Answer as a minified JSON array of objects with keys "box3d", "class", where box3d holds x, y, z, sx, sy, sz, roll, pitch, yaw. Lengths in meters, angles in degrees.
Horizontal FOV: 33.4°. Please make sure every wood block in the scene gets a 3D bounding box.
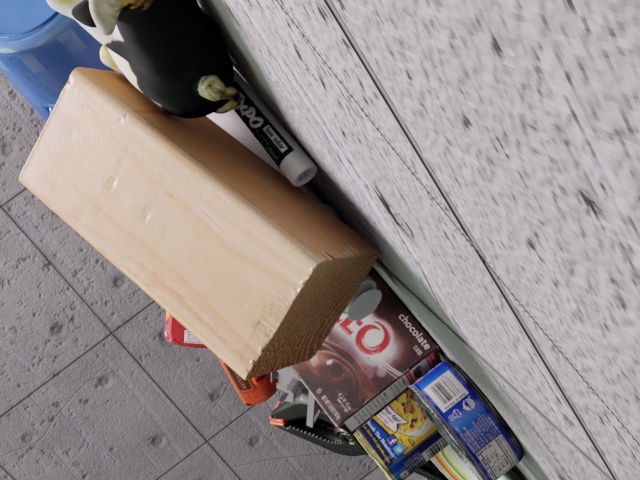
[{"box3d":[-0.078,-0.015,0.677,0.206,0.090,0.090,39,-161,20],"class":"wood block"}]

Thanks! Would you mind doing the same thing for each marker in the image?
[{"box3d":[-0.044,-0.083,0.679,0.121,0.020,0.020,52,176,21],"class":"marker"}]

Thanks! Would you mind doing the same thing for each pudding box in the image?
[{"box3d":[0.020,0.070,0.768,0.114,0.090,0.039,50,177,27],"class":"pudding box"}]

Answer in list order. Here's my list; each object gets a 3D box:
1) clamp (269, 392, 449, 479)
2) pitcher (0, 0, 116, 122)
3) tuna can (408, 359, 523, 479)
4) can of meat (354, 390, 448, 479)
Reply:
[{"box3d":[0.043,0.177,0.988,0.210,0.036,0.164,-5,133,44],"class":"clamp"},{"box3d":[-0.182,-0.127,0.879,0.149,0.145,0.242,48,177,30],"class":"pitcher"},{"box3d":[0.099,0.123,0.724,0.086,0.033,0.086,52,176,5],"class":"tuna can"},{"box3d":[0.059,0.123,0.813,0.102,0.084,0.057,51,176,23],"class":"can of meat"}]
